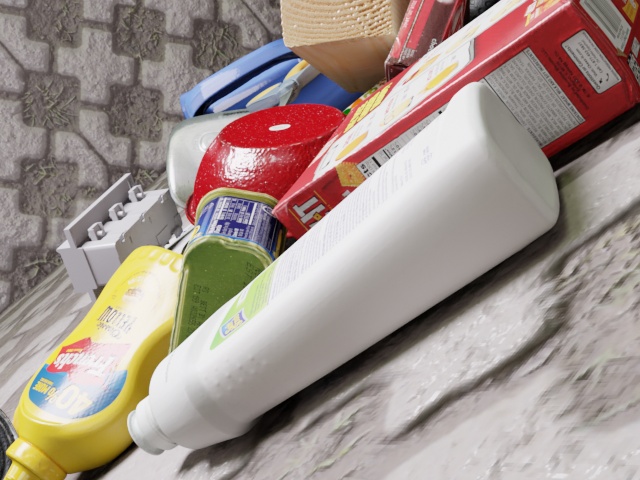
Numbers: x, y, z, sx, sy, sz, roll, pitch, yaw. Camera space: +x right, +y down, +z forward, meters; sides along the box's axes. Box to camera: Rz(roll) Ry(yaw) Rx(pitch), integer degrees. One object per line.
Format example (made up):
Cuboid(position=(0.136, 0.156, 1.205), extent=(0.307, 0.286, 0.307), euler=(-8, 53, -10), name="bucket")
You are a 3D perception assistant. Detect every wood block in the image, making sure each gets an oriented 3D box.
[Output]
Cuboid(position=(0.037, -0.192, 0.916), extent=(0.090, 0.091, 0.206), euler=(-5, -3, 15), name="wood block")

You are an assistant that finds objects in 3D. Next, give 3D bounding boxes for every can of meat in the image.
Cuboid(position=(-0.054, 0.031, 0.627), extent=(0.084, 0.057, 0.102), euler=(-85, 5, -70), name="can of meat")

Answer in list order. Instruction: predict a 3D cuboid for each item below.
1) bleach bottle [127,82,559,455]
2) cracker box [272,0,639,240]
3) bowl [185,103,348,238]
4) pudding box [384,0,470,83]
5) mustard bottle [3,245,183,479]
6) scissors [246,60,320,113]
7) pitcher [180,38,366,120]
Cuboid(position=(0.000, 0.029, 0.538), extent=(0.251, 0.068, 0.102), euler=(-38, 12, 21), name="bleach bottle")
Cuboid(position=(0.091, -0.079, 0.633), extent=(0.214, 0.072, 0.164), euler=(-34, 12, 33), name="cracker box")
Cuboid(position=(-0.024, -0.059, 0.775), extent=(0.162, 0.055, 0.162), euler=(-8, 25, 4), name="bowl")
Cuboid(position=(0.081, -0.139, 0.787), extent=(0.113, 0.039, 0.090), euler=(75, -144, -72), name="pudding box")
Cuboid(position=(-0.145, 0.093, 0.712), extent=(0.096, 0.058, 0.191), euler=(18, 62, 39), name="mustard bottle")
Cuboid(position=(-0.042, -0.120, 0.930), extent=(0.096, 0.016, 0.201), euler=(-30, 14, 26), name="scissors")
Cuboid(position=(-0.018, -0.157, 1.100), extent=(0.243, 0.145, 0.149), euler=(-31, 20, 10), name="pitcher")
